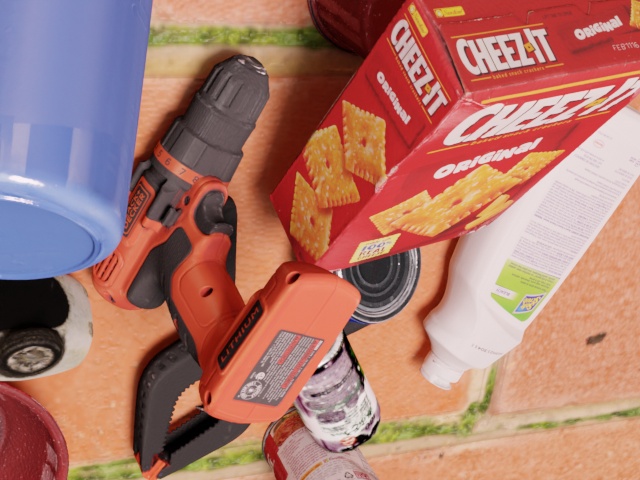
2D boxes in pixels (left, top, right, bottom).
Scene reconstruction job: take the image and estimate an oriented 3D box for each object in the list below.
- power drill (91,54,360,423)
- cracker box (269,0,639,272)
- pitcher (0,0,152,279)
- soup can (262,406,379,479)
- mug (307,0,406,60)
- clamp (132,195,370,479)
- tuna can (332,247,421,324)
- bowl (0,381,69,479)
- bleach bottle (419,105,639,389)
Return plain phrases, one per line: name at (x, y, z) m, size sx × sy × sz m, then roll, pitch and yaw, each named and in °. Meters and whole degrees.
power drill at (-0.054, 0.001, 0.634) m, size 0.057 × 0.188 × 0.185 m, roll 16°, pitch 113°, yaw -41°
cracker box at (0.085, -0.065, 0.637) m, size 0.163 × 0.072 × 0.214 m, roll -15°, pitch 162°, yaw -30°
pitcher at (-0.138, -0.106, 0.505) m, size 0.149 × 0.243 × 0.145 m, roll 18°, pitch 150°, yaw -37°
soup can at (0.004, 0.179, 0.801) m, size 0.068 × 0.102 × 0.068 m, roll -10°, pitch 120°, yaw -18°
mug at (0.042, -0.155, 0.651) m, size 0.093 × 0.082 × 0.117 m, roll -38°, pitch 124°, yaw 0°
clamp at (-0.071, 0.077, 0.755) m, size 0.210 × 0.036 × 0.164 m, roll -47°, pitch 123°, yaw 2°
tuna can at (0.030, 0.015, 0.744) m, size 0.085 × 0.034 × 0.086 m, roll -2°, pitch 94°, yaw -37°
bowl at (-0.251, 0.144, 0.705) m, size 0.162 × 0.055 × 0.162 m, roll -10°, pitch 119°, yaw -18°
bleach bottle at (0.143, 0.001, 0.789) m, size 0.102 × 0.068 × 0.251 m, roll 21°, pitch 109°, yaw -30°
